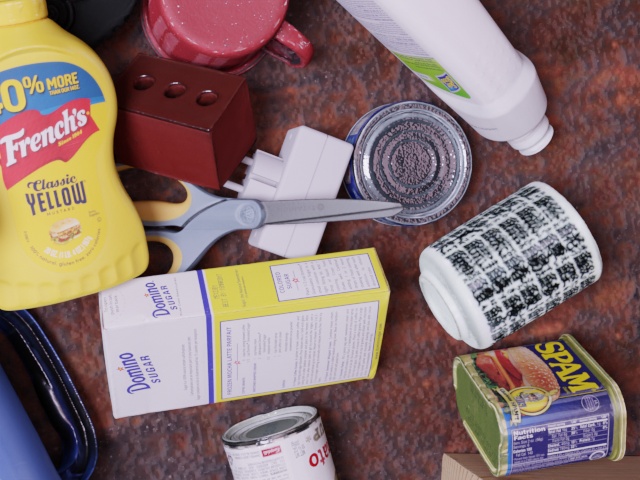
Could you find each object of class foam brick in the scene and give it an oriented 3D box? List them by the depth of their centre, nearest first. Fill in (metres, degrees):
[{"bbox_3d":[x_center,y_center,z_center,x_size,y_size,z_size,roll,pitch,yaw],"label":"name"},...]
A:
[{"bbox_3d":[-0.087,-0.074,0.660,0.078,0.051,0.053,15,50,17],"label":"foam brick"}]

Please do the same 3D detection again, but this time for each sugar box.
[{"bbox_3d":[-0.049,0.059,0.680,0.176,0.048,0.093,-5,136,-10],"label":"sugar box"}]

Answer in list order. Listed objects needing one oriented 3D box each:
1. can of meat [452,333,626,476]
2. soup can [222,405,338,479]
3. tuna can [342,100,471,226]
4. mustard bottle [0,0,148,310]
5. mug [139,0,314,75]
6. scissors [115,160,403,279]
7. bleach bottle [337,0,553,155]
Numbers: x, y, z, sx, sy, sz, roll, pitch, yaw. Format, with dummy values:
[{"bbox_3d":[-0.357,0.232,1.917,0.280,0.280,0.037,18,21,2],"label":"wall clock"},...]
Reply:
[{"bbox_3d":[0.143,0.110,0.714,0.084,0.102,0.057,-8,113,-9],"label":"can of meat"},{"bbox_3d":[-0.020,0.168,0.701,0.068,0.068,0.102,-16,95,-11],"label":"soup can"},{"bbox_3d":[0.058,-0.052,0.724,0.086,0.034,0.086,-1,93,-12],"label":"tuna can"},{"bbox_3d":[-0.162,-0.062,0.608,0.096,0.058,0.191,-15,109,-19],"label":"mustard bottle"},{"bbox_3d":[-0.055,-0.144,0.671,0.117,0.081,0.093,33,86,-11],"label":"mug"},{"bbox_3d":[-0.054,0.001,0.671,0.202,0.016,0.096,14,98,14],"label":"scissors"},{"bbox_3d":[0.064,-0.143,0.682,0.068,0.103,0.250,-49,120,-1],"label":"bleach bottle"}]
